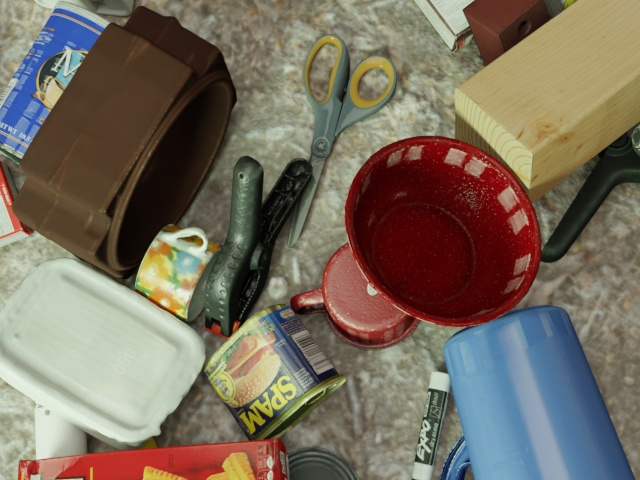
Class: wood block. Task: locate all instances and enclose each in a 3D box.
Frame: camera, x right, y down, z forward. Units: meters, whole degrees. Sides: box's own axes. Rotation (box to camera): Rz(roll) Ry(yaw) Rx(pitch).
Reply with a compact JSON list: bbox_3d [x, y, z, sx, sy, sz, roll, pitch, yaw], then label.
[{"bbox_3d":[0.220,-0.133,0.895,0.206,0.090,0.091,-37,64,-13],"label":"wood block"}]

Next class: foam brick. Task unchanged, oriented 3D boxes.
[{"bbox_3d":[0.170,-0.181,0.940,0.053,0.078,0.051,-39,47,-4],"label":"foam brick"}]

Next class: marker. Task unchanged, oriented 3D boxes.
[{"bbox_3d":[0.092,0.172,0.910,0.020,0.020,0.121,12,80,6],"label":"marker"}]

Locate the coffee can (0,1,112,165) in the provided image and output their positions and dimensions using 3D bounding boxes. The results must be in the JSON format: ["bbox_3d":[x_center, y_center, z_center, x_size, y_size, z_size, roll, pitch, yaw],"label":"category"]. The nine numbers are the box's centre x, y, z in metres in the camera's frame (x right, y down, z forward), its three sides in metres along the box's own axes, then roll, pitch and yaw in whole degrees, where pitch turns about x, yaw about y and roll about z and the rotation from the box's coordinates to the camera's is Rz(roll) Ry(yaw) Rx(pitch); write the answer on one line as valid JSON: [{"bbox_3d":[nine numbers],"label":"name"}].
[{"bbox_3d":[-0.225,-0.126,0.952,0.103,0.103,0.140,28,82,9],"label":"coffee can"}]

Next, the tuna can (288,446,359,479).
[{"bbox_3d":[-0.006,0.218,0.901,0.086,0.034,0.086,-1,78,4],"label":"tuna can"}]

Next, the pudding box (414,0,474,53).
[{"bbox_3d":[0.128,-0.244,0.983,0.090,0.039,0.113,-33,76,-2],"label":"pudding box"}]

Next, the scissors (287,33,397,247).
[{"bbox_3d":[0.021,-0.091,0.971,0.096,0.016,0.202,1,79,4],"label":"scissors"}]

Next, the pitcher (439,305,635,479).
[{"bbox_3d":[0.173,0.184,0.855,0.149,0.145,0.243,-13,74,-11],"label":"pitcher"}]

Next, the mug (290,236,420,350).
[{"bbox_3d":[0.032,0.045,0.908,0.117,0.081,0.093,-7,78,3],"label":"mug"}]

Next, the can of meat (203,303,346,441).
[{"bbox_3d":[-0.041,0.113,0.897,0.102,0.057,0.084,-45,73,33],"label":"can of meat"}]

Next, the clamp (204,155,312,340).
[{"bbox_3d":[-0.056,0.001,0.924,0.039,0.120,0.172,29,113,25],"label":"clamp"}]

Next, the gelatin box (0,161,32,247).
[{"bbox_3d":[-0.320,-0.024,0.976,0.089,0.030,0.073,-23,79,0],"label":"gelatin box"}]

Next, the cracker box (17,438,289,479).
[{"bbox_3d":[-0.128,0.247,0.834,0.213,0.072,0.164,-5,66,2],"label":"cracker box"}]

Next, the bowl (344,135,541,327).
[{"bbox_3d":[0.091,0.000,0.849,0.162,0.055,0.162,5,66,-12],"label":"bowl"}]
